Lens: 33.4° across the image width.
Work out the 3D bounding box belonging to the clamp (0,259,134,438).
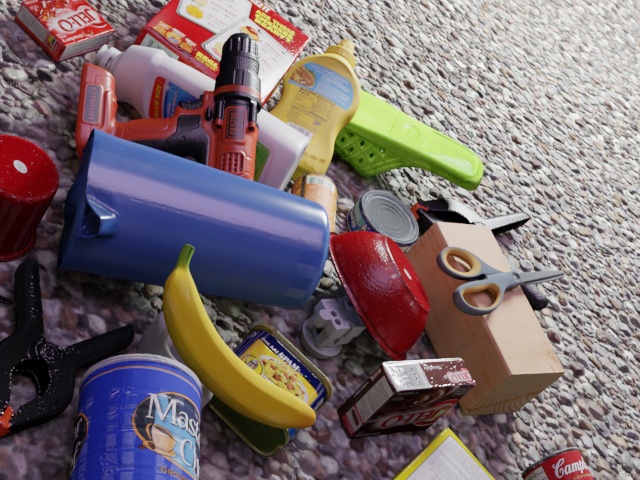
[{"bbox_3d":[-0.243,0.092,0.907,0.120,0.039,0.171,37,37,-2],"label":"clamp"}]

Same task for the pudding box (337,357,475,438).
[{"bbox_3d":[0.087,0.158,1.076,0.113,0.090,0.039,4,48,-37],"label":"pudding box"}]

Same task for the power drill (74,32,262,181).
[{"bbox_3d":[-0.155,-0.139,1.110,0.187,0.057,0.184,3,68,-3],"label":"power drill"}]

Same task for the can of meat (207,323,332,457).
[{"bbox_3d":[-0.052,0.141,1.004,0.102,0.058,0.083,43,39,4],"label":"can of meat"}]

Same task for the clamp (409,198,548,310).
[{"bbox_3d":[0.204,-0.009,1.387,0.209,0.036,0.164,26,40,-17],"label":"clamp"}]

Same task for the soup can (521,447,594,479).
[{"bbox_3d":[0.265,0.279,1.123,0.068,0.069,0.102,2,52,-39],"label":"soup can"}]

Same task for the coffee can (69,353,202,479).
[{"bbox_3d":[-0.147,0.176,0.850,0.102,0.103,0.140,20,42,-24],"label":"coffee can"}]

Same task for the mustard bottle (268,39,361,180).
[{"bbox_3d":[-0.005,-0.166,1.284,0.096,0.058,0.191,26,67,2],"label":"mustard bottle"}]

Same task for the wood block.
[{"bbox_3d":[0.179,0.088,1.226,0.090,0.090,0.206,4,50,-38],"label":"wood block"}]

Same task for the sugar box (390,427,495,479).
[{"bbox_3d":[0.100,0.262,1.021,0.093,0.048,0.175,48,42,10],"label":"sugar box"}]

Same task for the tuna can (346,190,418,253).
[{"bbox_3d":[0.076,-0.019,1.292,0.086,0.034,0.086,23,41,-21],"label":"tuna can"}]

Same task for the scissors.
[{"bbox_3d":[0.201,0.032,1.211,0.201,0.016,0.096,-22,68,-48],"label":"scissors"}]

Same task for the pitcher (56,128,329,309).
[{"bbox_3d":[-0.122,-0.015,1.021,0.242,0.145,0.149,15,56,-17],"label":"pitcher"}]

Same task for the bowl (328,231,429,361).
[{"bbox_3d":[0.071,0.048,1.143,0.162,0.055,0.162,55,14,-20],"label":"bowl"}]

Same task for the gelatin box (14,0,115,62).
[{"bbox_3d":[-0.290,-0.247,1.216,0.073,0.030,0.089,46,38,7],"label":"gelatin box"}]

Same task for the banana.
[{"bbox_3d":[-0.080,0.099,0.925,0.069,0.037,0.198,-38,100,-21],"label":"banana"}]

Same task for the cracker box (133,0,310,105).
[{"bbox_3d":[-0.122,-0.231,1.309,0.164,0.072,0.213,35,37,-7],"label":"cracker box"}]

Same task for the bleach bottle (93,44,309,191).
[{"bbox_3d":[-0.142,-0.135,1.189,0.251,0.103,0.068,31,29,2],"label":"bleach bottle"}]

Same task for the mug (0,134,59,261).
[{"bbox_3d":[-0.291,-0.035,0.958,0.093,0.082,0.117,32,38,-10],"label":"mug"}]
